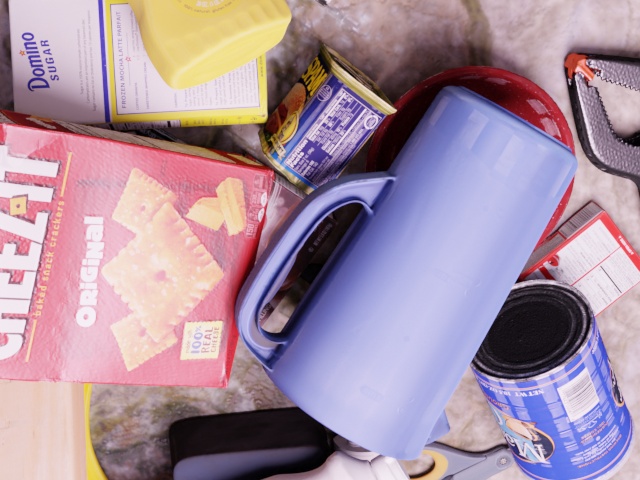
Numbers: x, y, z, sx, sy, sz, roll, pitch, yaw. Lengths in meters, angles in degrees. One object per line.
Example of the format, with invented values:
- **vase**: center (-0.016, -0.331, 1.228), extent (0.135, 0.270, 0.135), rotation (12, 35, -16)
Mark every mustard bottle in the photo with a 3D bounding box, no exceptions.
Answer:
- **mustard bottle**: center (-0.107, -0.201, 0.716), extent (0.096, 0.058, 0.191), rotation (-30, 82, -19)

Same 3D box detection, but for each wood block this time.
- **wood block**: center (-0.218, 0.149, 0.770), extent (0.090, 0.091, 0.206), rotation (-4, 69, -7)

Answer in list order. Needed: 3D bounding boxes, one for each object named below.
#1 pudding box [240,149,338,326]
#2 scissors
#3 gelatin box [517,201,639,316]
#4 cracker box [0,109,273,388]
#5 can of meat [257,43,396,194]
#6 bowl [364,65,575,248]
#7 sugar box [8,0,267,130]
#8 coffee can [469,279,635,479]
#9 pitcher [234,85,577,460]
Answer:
- **pudding box**: center (-0.055, 0.001, 0.825), extent (0.090, 0.039, 0.113), rotation (33, 101, -15)
- **scissors**: center (0.140, 0.179, 0.922), extent (0.202, 0.016, 0.096), rotation (-38, 109, 6)
- **gelatin box**: center (0.211, 0.024, 0.871), extent (0.089, 0.030, 0.073), rotation (-39, 110, 7)
- **cracker box**: center (-0.147, 0.010, 0.711), extent (0.213, 0.072, 0.164), rotation (8, 100, -36)
- **can of meat**: center (0.002, -0.087, 0.770), extent (0.057, 0.102, 0.084), rotation (35, 103, -17)
- **bowl**: center (0.109, -0.057, 0.817), extent (0.162, 0.055, 0.162), rotation (-2, 109, -6)
- **sugar box**: center (-0.127, -0.126, 0.758), extent (0.176, 0.048, 0.093), rotation (-3, 87, -4)
- **coffee can**: center (0.181, 0.115, 0.842), extent (0.103, 0.103, 0.140), rotation (-27, 125, 2)
- **pitcher**: center (0.063, 0.015, 0.739), extent (0.145, 0.149, 0.243), rotation (35, 100, 27)
